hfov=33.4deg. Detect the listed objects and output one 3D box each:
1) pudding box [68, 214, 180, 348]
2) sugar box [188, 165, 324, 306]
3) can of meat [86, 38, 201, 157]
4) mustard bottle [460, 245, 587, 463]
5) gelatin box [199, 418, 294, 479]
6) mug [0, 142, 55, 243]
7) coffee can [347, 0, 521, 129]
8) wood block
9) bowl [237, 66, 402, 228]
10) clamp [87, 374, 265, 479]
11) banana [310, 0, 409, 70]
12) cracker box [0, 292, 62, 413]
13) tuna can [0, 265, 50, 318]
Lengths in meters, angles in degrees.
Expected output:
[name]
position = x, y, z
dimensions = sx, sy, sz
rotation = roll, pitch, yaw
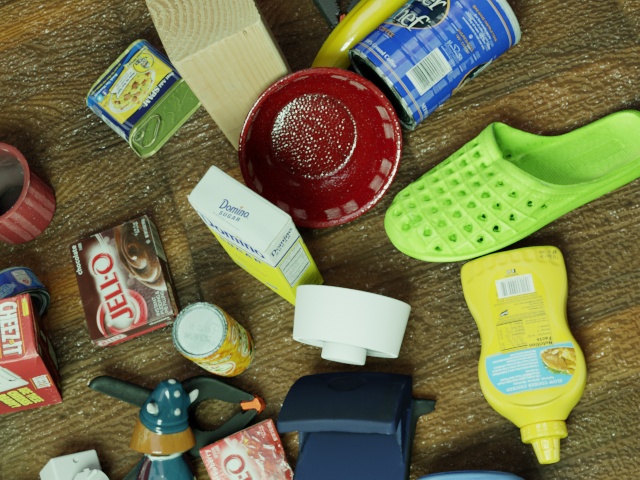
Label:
[pudding box]
position = -0.199, 0.043, 1.087
dimensions = 0.090, 0.039, 0.113
rotation = -20, 69, 6
[sugar box]
position = -0.057, 0.001, 0.995
dimensions = 0.093, 0.176, 0.048
rotation = 34, 82, 20
[can of meat]
position = -0.189, -0.154, 1.141
dimensions = 0.084, 0.057, 0.102
rotation = 40, 84, 23
[mustard bottle]
position = 0.190, 0.105, 0.968
dimensions = 0.096, 0.058, 0.191
rotation = -11, 70, 10
[gelatin box]
position = -0.062, 0.220, 0.986
dimensions = 0.073, 0.030, 0.089
rotation = -23, 82, -8
[mug]
position = -0.343, -0.043, 1.125
dimensions = 0.117, 0.081, 0.093
rotation = -13, 70, 8
[coffee can]
position = 0.113, -0.194, 1.061
dimensions = 0.140, 0.102, 0.103
rotation = -40, 68, -2
[wood block]
position = -0.086, -0.179, 1.045
dimensions = 0.091, 0.206, 0.090
rotation = -25, 68, 3
[bowl]
position = -0.003, -0.096, 1.056
dimensions = 0.162, 0.055, 0.162
rotation = -3, 110, -8
[clamp]
position = -0.142, 0.166, 1.030
dimensions = 0.171, 0.039, 0.120
rotation = -22, 88, 2
[banana]
position = 0.055, -0.222, 1.101
dimensions = 0.198, 0.069, 0.037
rotation = -41, 61, -3
[cracker box]
position = -0.364, 0.121, 1.003
dimensions = 0.213, 0.164, 0.072
rotation = -10, 69, -10
[tuna can]
position = -0.318, 0.067, 1.081
dimensions = 0.086, 0.086, 0.034
rotation = -41, 70, -3
